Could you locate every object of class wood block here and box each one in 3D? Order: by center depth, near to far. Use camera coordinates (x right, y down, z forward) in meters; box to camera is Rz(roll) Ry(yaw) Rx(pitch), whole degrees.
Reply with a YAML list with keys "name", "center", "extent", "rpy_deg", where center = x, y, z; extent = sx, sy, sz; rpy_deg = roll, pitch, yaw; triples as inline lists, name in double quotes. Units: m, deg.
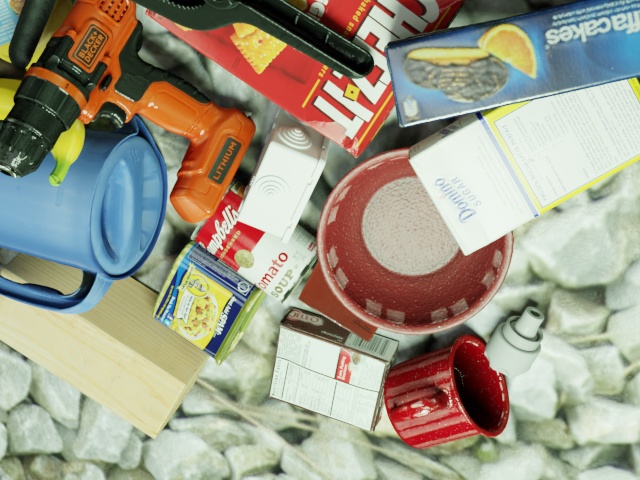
- name: "wood block"
  center: [-0.217, 0.090, 1.059]
  extent: [0.206, 0.090, 0.090]
  rpy_deg: [32, 125, 1]

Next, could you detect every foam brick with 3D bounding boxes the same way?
- name: "foam brick"
  center: [0.029, 0.043, 0.961]
  extent: [0.078, 0.051, 0.053]
  rpy_deg: [32, 125, 2]

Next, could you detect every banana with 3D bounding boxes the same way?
- name: "banana"
  center: [-0.262, -0.110, 0.931]
  extent: [0.198, 0.069, 0.037]
  rpy_deg: [28, 143, 37]

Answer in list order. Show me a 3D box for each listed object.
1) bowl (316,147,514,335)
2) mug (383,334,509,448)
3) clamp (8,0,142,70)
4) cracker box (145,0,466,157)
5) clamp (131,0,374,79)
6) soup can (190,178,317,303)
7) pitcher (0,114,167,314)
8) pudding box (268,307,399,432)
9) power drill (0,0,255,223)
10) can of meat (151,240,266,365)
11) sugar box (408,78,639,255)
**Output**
- name: "bowl"
  center: [0.079, -0.005, 0.899]
  extent: [0.162, 0.055, 0.162]
  rpy_deg: [1, 106, 4]
- name: "mug"
  center: [0.105, 0.142, 0.952]
  extent: [0.082, 0.117, 0.093]
  rpy_deg: [-24, 85, 35]
- name: "clamp"
  center: [-0.218, -0.223, 0.882]
  extent: [0.039, 0.120, 0.171]
  rpy_deg: [9, 120, 47]
- name: "cracker box"
  center: [-0.011, -0.192, 0.836]
  extent: [0.213, 0.072, 0.164]
  rpy_deg: [34, 123, 0]
- name: "clamp"
  center: [-0.062, -0.183, 0.781]
  extent: [0.210, 0.036, 0.164]
  rpy_deg: [5, 142, 28]
- name: "soup can"
  center: [-0.056, 0.001, 0.962]
  extent: [0.102, 0.068, 0.069]
  rpy_deg: [36, 124, -2]
- name: "pitcher"
  center: [-0.276, -0.039, 0.985]
  extent: [0.243, 0.149, 0.145]
  rpy_deg: [10, 126, 19]
- name: "pudding box"
  center: [0.011, 0.124, 1.021]
  extent: [0.113, 0.039, 0.090]
  rpy_deg: [18, 123, 13]
- name: "power drill"
  center: [-0.156, -0.094, 0.876]
  extent: [0.187, 0.184, 0.057]
  rpy_deg: [37, 159, -29]
- name: "can of meat"
  center: [-0.105, 0.055, 1.017]
  extent: [0.084, 0.057, 0.102]
  rpy_deg: [33, 123, 4]
- name: "sugar box"
  center: [0.165, -0.072, 0.820]
  extent: [0.176, 0.048, 0.093]
  rpy_deg: [-28, 104, 13]
